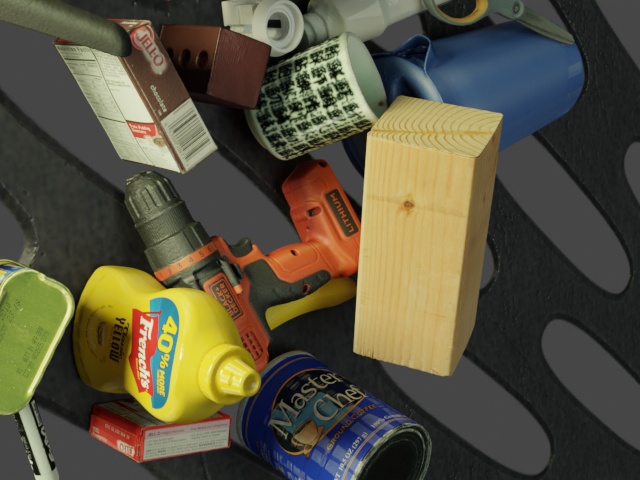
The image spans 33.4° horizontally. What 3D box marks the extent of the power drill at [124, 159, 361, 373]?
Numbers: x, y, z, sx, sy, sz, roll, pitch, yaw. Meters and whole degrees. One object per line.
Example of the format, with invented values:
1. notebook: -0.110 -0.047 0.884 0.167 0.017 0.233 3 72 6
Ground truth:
1. power drill: -0.056 0.001 0.881 0.187 0.057 0.184 -32 98 -38

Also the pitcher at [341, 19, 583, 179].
1. pitcher: 0.138 -0.127 1.011 0.242 0.149 0.145 -25 91 -40

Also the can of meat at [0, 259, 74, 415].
1. can of meat: -0.217 0.066 0.738 0.057 0.084 0.102 28 79 -23

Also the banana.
1. banana: -0.042 0.068 0.944 0.197 0.037 0.070 -34 142 -30

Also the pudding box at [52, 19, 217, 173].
1. pudding box: -0.136 -0.106 0.780 0.039 0.090 0.113 -42 125 -26

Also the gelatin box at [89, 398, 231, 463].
1. gelatin box: -0.128 0.149 0.853 0.089 0.073 0.030 -1 100 -42

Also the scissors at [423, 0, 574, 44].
1. scissors: 0.168 -0.227 0.948 0.201 0.016 0.096 -5 108 -38

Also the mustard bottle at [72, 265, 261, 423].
1. mustard bottle: -0.109 0.080 0.774 0.058 0.192 0.096 8 93 -43

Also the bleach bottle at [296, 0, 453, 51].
1. bleach bottle: 0.073 -0.226 0.952 0.250 0.103 0.068 -30 107 -27

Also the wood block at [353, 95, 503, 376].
1. wood block: 0.087 -0.002 0.886 0.090 0.091 0.206 -52 151 -54

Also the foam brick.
1. foam brick: -0.086 -0.135 0.827 0.051 0.078 0.053 13 90 -45

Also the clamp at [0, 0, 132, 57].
1. clamp: -0.248 -0.148 0.679 0.165 0.036 0.210 -39 113 12

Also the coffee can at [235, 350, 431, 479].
1. coffee can: 0.010 0.171 0.924 0.102 0.140 0.103 -26 129 -36

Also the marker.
1. marker: -0.215 0.159 0.813 0.020 0.020 0.121 -27 117 -35
